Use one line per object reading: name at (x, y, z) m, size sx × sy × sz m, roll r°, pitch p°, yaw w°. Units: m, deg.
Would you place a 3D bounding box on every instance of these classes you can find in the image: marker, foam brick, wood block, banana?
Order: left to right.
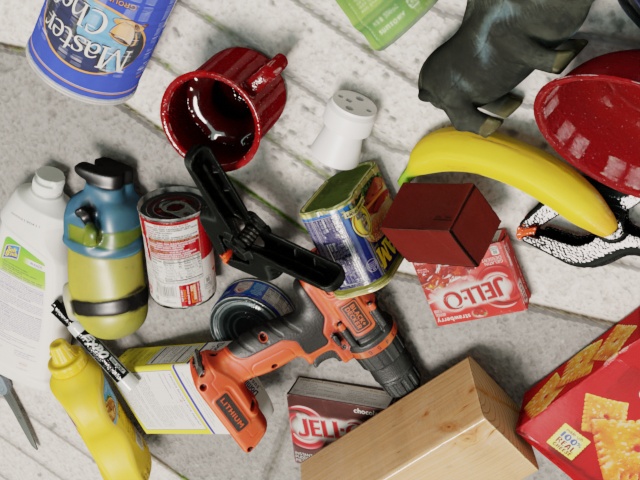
marker at (-0.234, 0.108, 1.101) m, size 0.020 × 0.020 × 0.121 m, roll -36°, pitch 99°, yaw 34°
wood block at (0.088, 0.214, 1.012) m, size 0.206 × 0.090 × 0.090 m, roll -36°, pitch 117°, yaw 18°
foam brick at (0.101, -0.014, 0.904) m, size 0.078 × 0.053 × 0.051 m, roll 5°, pitch 147°, yaw 45°
banana at (0.152, -0.057, 0.885) m, size 0.198 × 0.037 × 0.069 m, roll 17°, pitch 141°, yaw 30°

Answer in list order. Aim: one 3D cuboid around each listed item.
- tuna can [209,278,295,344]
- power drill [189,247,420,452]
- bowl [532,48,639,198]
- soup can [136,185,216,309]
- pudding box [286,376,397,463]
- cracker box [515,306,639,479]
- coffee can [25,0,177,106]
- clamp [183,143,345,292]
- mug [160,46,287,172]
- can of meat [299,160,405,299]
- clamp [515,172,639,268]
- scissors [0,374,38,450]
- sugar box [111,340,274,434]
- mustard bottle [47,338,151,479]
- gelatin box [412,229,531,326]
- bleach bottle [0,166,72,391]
tuna can at (-0.068, 0.083, 1.072) m, size 0.086 × 0.033 × 0.086 m, roll 10°, pitch 122°, yaw 16°
power drill at (-0.014, 0.118, 1.013) m, size 0.187 × 0.057 × 0.184 m, roll -34°, pitch 112°, yaw 0°
bowl at (0.242, -0.091, 0.786) m, size 0.162 × 0.055 × 0.162 m, roll 27°, pitch 164°, yaw 8°
soup can at (-0.138, 0.007, 1.035) m, size 0.069 × 0.068 × 0.102 m, roll 8°, pitch 122°, yaw 18°
pudding box at (0.025, 0.192, 1.096) m, size 0.114 × 0.039 × 0.090 m, roll 5°, pitch 121°, yaw 19°
cracker box at (0.305, 0.149, 0.937) m, size 0.164 × 0.072 × 0.214 m, roll 41°, pitch 125°, yaw -5°
coffee can at (-0.179, -0.200, 0.906) m, size 0.103 × 0.102 × 0.140 m, roll 34°, pitch 126°, yaw 0°
clamp at (-0.056, 0.001, 0.942) m, size 0.164 × 0.036 × 0.210 m, roll 41°, pitch 165°, yaw 3°
mug at (-0.072, -0.124, 0.921) m, size 0.093 × 0.081 × 0.117 m, roll 47°, pitch 125°, yaw -9°
can of meat at (0.032, -0.011, 0.936) m, size 0.058 × 0.102 × 0.084 m, roll -15°, pitch 110°, yaw 29°
clamp at (0.247, -0.027, 0.878) m, size 0.172 × 0.039 × 0.120 m, roll 3°, pitch 103°, yaw 22°
scissors at (-0.394, 0.162, 1.263) m, size 0.096 × 0.016 × 0.202 m, roll 8°, pitch 122°, yaw 20°
sugar box at (-0.136, 0.155, 1.114) m, size 0.177 × 0.048 × 0.093 m, roll -10°, pitch 117°, yaw 40°
mustard bottle at (-0.243, 0.181, 1.150) m, size 0.058 × 0.096 × 0.191 m, roll -22°, pitch 123°, yaw -3°
gelatin box at (0.136, 0.035, 0.963) m, size 0.089 × 0.030 × 0.073 m, roll -12°, pitch 114°, yaw 28°
bleach bottle at (-0.295, 0.037, 1.122) m, size 0.102 × 0.068 × 0.251 m, roll 23°, pitch 122°, yaw 5°
